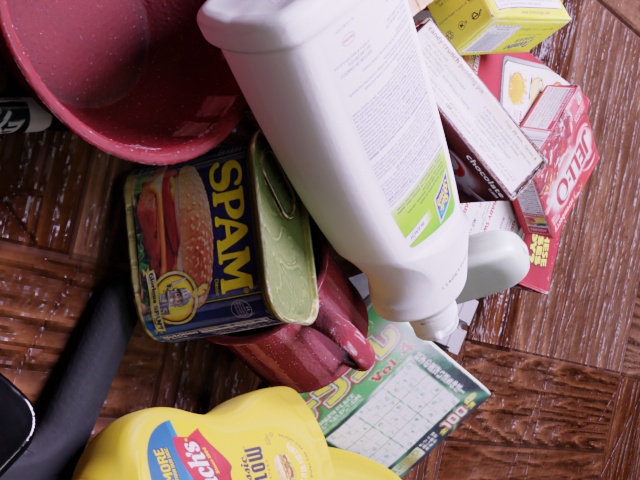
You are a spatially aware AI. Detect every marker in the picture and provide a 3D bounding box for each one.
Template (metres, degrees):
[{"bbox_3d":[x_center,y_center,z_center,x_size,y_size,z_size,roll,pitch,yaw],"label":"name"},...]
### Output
[{"bbox_3d":[-0.157,-0.058,0.503,0.120,0.020,0.020,-11,106,-49],"label":"marker"}]

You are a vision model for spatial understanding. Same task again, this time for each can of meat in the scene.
[{"bbox_3d":[-0.054,0.001,0.568,0.057,0.084,0.102,16,64,-63],"label":"can of meat"}]

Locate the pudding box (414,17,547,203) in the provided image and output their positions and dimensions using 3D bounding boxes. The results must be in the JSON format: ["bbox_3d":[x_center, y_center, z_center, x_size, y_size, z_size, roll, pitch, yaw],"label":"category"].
[{"bbox_3d":[0.070,-0.073,0.637,0.113,0.090,0.039,46,78,-13],"label":"pudding box"}]

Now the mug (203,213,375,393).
[{"bbox_3d":[-0.013,0.043,0.626,0.093,0.117,0.081,-54,140,-14],"label":"mug"}]

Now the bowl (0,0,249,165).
[{"bbox_3d":[-0.102,-0.113,0.515,0.161,0.055,0.162,9,78,-47],"label":"bowl"}]

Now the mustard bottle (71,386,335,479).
[{"bbox_3d":[-0.072,0.133,0.553,0.191,0.058,0.096,0,72,-51],"label":"mustard bottle"}]

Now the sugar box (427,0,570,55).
[{"bbox_3d":[0.083,-0.203,0.678,0.093,0.048,0.176,-12,71,-48],"label":"sugar box"}]

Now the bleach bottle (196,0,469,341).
[{"bbox_3d":[0.026,-0.036,0.571,0.102,0.068,0.251,-48,133,-30],"label":"bleach bottle"}]

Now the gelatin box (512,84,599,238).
[{"bbox_3d":[0.169,-0.058,0.776,0.089,0.030,0.073,-54,136,-29],"label":"gelatin box"}]

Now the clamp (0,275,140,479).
[{"bbox_3d":[-0.140,0.123,0.547,0.209,0.036,0.164,-31,119,-48],"label":"clamp"}]
